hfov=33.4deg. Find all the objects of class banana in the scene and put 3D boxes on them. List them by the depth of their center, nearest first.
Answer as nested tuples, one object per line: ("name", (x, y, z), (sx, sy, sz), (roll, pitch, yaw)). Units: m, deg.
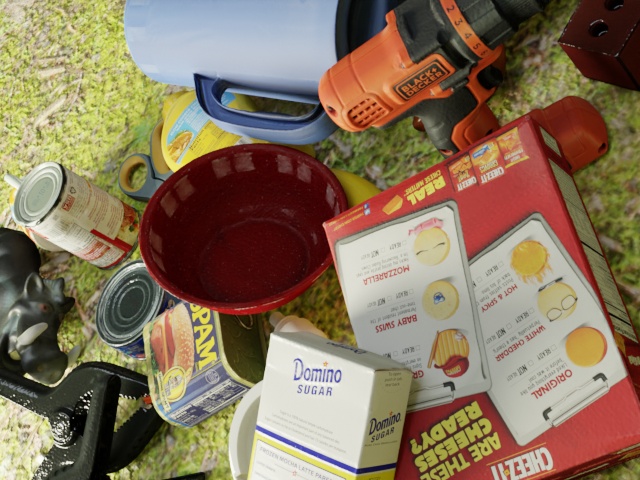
("banana", (0.034, -0.004, 0.823), (0.070, 0.037, 0.198), (-39, 48, 15))

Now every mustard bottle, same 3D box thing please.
("mustard bottle", (-0.091, -0.089, 0.956), (0.096, 0.058, 0.192), (-50, 46, 0))

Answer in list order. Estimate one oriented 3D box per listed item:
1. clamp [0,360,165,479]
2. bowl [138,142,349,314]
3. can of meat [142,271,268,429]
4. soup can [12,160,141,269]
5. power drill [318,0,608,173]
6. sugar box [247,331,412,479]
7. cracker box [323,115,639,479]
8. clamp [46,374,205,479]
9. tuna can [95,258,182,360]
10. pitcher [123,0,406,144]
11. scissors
("clamp", (-0.213, 0.169, 0.907), (0.210, 0.036, 0.164), (-12, 84, 22))
("bowl", (-0.055, 0.001, 0.826), (0.162, 0.055, 0.162), (-4, 51, 5))
("can of meat", (-0.093, 0.090, 0.859), (0.084, 0.057, 0.102), (-33, 49, 24))
("soup can", (-0.226, -0.023, 0.997), (0.069, 0.102, 0.068), (-19, 55, 30))
("power drill", (0.118, -0.104, 0.707), (0.185, 0.187, 0.057), (-30, 49, 24))
("sugar box", (-0.001, 0.153, 0.674), (0.093, 0.048, 0.176), (15, 95, 42))
("cracker box", (0.108, 0.054, 0.683), (0.164, 0.072, 0.214), (-28, 64, 25))
("clamp", (-0.183, 0.194, 0.860), (0.172, 0.039, 0.120), (-40, 71, 15))
("tuna can", (-0.158, 0.060, 0.943), (0.086, 0.033, 0.086), (-19, 55, 30))
("pitcher", (-0.049, -0.171, 0.895), (0.243, 0.149, 0.145), (9, 114, 34))
("scissors", (-0.153, -0.028, 1.002), (0.096, 0.016, 0.202), (-26, 52, 27))
